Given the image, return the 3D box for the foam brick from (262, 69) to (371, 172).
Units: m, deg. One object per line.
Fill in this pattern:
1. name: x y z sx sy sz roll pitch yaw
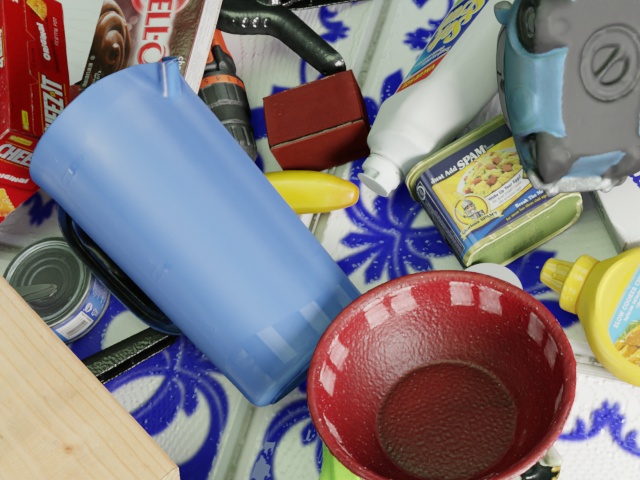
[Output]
1. foam brick: -0.001 -0.091 0.852 0.078 0.053 0.051 -17 61 8

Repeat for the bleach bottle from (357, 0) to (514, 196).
1. bleach bottle: 0.116 -0.139 0.817 0.250 0.068 0.103 -53 20 -11

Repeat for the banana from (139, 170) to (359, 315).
1. banana: -0.068 -0.013 0.846 0.198 0.037 0.070 -30 78 3

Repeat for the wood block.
1. wood block: -0.196 0.121 0.725 0.090 0.091 0.206 -40 72 -22

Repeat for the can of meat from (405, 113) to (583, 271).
1. can of meat: 0.128 -0.033 0.779 0.102 0.057 0.084 -31 61 1

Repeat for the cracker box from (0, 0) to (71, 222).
1. cracker box: -0.294 -0.090 0.889 0.214 0.072 0.164 -33 55 32

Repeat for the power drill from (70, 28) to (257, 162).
1. power drill: -0.153 -0.102 0.906 0.187 0.057 0.184 -21 56 3

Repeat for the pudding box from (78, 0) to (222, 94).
1. pudding box: -0.136 -0.161 0.865 0.090 0.039 0.113 7 77 19

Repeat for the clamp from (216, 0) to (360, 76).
1. clamp: -0.038 -0.191 0.896 0.171 0.039 0.120 7 48 7

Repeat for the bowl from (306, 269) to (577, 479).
1. bowl: 0.075 0.096 0.655 0.162 0.055 0.162 -7 49 7

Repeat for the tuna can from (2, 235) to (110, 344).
1. tuna can: -0.216 0.040 0.866 0.086 0.033 0.086 -7 62 14

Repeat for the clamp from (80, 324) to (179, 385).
1. clamp: -0.209 0.124 0.795 0.210 0.036 0.164 11 62 4

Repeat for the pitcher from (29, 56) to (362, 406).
1. pitcher: -0.087 0.003 0.765 0.145 0.149 0.243 -41 81 -9
